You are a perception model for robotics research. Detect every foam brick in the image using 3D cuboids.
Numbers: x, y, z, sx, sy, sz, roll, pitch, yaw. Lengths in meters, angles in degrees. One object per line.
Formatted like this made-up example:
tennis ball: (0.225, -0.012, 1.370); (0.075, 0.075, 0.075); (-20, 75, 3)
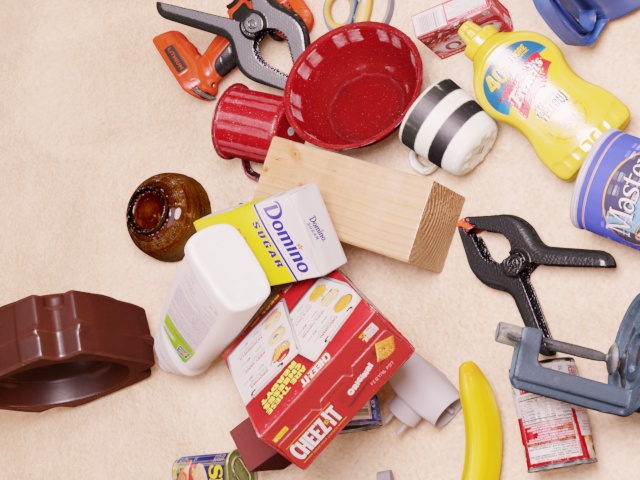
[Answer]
foam brick: (-0.053, 0.221, 1.182); (0.051, 0.078, 0.053); (-37, 66, 17)

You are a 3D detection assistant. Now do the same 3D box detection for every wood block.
wood block: (0.039, -0.040, 1.169); (0.206, 0.090, 0.090); (18, 91, 30)

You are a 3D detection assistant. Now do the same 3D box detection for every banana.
banana: (0.151, 0.224, 1.076); (0.037, 0.069, 0.198); (2, 76, 65)

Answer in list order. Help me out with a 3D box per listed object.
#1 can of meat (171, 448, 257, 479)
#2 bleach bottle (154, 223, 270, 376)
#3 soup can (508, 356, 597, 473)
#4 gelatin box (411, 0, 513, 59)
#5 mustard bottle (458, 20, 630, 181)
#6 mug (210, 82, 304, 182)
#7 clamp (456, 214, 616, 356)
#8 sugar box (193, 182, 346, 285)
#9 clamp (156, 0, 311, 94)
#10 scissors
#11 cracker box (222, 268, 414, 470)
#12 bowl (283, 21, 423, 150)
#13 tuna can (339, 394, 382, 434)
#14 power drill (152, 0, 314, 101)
can of meat: (-0.121, 0.293, 1.221); (0.084, 0.057, 0.102); (-11, 75, 30)
bleach bottle: (-0.140, 0.084, 1.202); (0.102, 0.067, 0.251); (57, 145, 12)
soup can: (0.225, 0.170, 1.039); (0.069, 0.068, 0.102); (-17, 73, 26)
gelatin box: (0.153, -0.232, 1.147); (0.089, 0.073, 0.030); (-18, 72, 25)
mustard bottle: (0.214, -0.156, 1.085); (0.192, 0.058, 0.096); (45, 104, 14)
mug: (-0.069, -0.121, 1.253); (0.082, 0.093, 0.117); (15, 119, 26)
clamp: (0.215, 0.020, 1.088); (0.120, 0.039, 0.172); (-48, 62, 13)
sugar box: (-0.058, 0.001, 1.149); (0.177, 0.048, 0.093); (-14, 101, 51)
clamp: (-0.085, -0.248, 1.244); (0.165, 0.036, 0.210); (-32, 87, 16)
scissors: (0.022, -0.213, 1.250); (0.096, 0.016, 0.202); (26, 94, 27)
cracker box: (-0.009, 0.117, 1.104); (0.164, 0.072, 0.214); (-48, 22, 2)
bowl: (0.043, -0.161, 1.184); (0.162, 0.055, 0.162); (-9, 63, 19)
tuna can: (0.022, 0.187, 1.141); (0.086, 0.086, 0.034); (-15, 73, 27)
power drill: (-0.117, -0.279, 1.317); (0.188, 0.057, 0.184); (-40, 66, 18)
